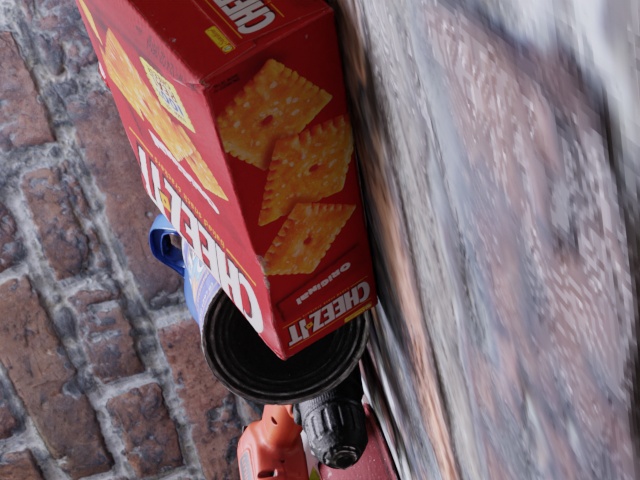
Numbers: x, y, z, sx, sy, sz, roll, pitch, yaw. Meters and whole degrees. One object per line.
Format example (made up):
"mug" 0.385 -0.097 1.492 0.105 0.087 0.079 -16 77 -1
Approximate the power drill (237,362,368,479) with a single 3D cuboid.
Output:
"power drill" -0.014 0.139 0.799 0.184 0.057 0.188 -102 23 -51

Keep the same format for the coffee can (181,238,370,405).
"coffee can" -0.033 0.027 0.694 0.140 0.102 0.103 -116 10 -64

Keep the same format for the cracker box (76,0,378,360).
"cracker box" -0.052 -0.062 0.530 0.164 0.072 0.214 49 162 33

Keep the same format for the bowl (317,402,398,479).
"bowl" 0.037 0.216 0.862 0.162 0.055 0.162 163 90 -85
